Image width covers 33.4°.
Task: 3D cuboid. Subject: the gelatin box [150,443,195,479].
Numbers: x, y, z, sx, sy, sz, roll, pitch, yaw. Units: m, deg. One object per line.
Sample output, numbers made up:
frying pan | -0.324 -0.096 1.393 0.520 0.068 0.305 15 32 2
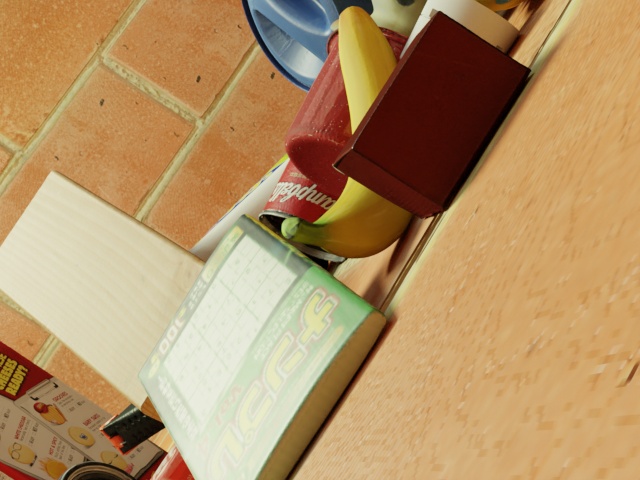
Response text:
gelatin box | -0.092 0.153 0.732 0.073 0.030 0.089 -57 3 -4

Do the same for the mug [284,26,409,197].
mug | 0.031 -0.070 0.685 0.081 0.093 0.117 -63 -22 -20

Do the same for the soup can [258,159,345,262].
soup can | 0.008 -0.045 0.759 0.102 0.068 0.068 -64 5 -15

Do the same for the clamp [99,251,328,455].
clamp | -0.073 0.083 0.763 0.210 0.036 0.164 -40 5 1

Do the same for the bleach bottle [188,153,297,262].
bleach bottle | -0.055 0.001 0.810 0.250 0.068 0.103 -43 4 -25

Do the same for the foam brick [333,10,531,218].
foam brick | 0.050 -0.056 0.494 0.078 0.051 0.053 -57 4 -7

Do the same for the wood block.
wood block | -0.118 0.040 0.689 0.206 0.090 0.091 27 82 43

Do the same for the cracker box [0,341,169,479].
cracker box | -0.241 0.192 0.921 0.072 0.213 0.164 -56 3 15

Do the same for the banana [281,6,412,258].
banana | 0.026 -0.054 0.575 0.037 0.069 0.197 -23 35 28

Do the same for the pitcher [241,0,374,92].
pitcher | 0.055 -0.241 0.888 0.242 0.145 0.149 -35 -48 -26
